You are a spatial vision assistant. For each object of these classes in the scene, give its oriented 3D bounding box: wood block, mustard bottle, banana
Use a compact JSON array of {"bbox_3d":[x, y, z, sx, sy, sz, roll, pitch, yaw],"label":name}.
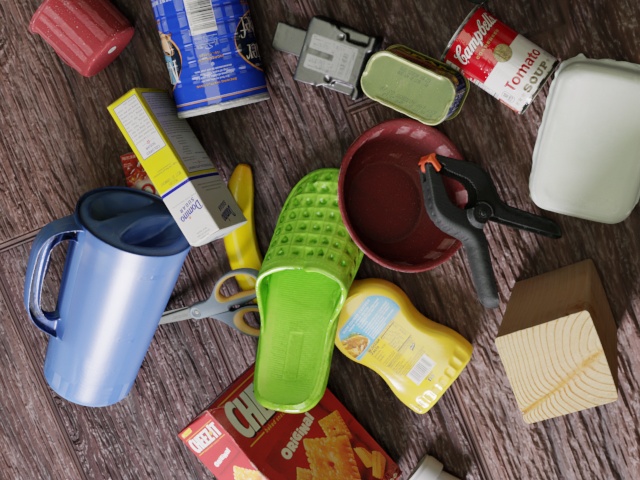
[{"bbox_3d":[0.239,0.094,1.059,0.091,0.206,0.090,-19,97,18],"label":"wood block"},{"bbox_3d":[0.068,0.098,1.187,0.191,0.058,0.096,38,108,5],"label":"mustard bottle"},{"bbox_3d":[-0.073,0.013,1.222,0.069,0.037,0.198,-25,96,1],"label":"banana"}]

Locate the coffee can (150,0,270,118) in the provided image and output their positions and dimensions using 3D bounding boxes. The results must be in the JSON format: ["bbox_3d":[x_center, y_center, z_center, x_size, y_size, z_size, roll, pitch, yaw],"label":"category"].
[{"bbox_3d":[-0.119,-0.210,1.147,0.103,0.102,0.140,-10,99,18],"label":"coffee can"}]

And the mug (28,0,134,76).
[{"bbox_3d":[-0.268,-0.232,1.200,0.081,0.093,0.117,44,141,-2],"label":"mug"}]

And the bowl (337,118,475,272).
[{"bbox_3d":[0.081,-0.044,1.129,0.161,0.055,0.162,3,82,-23],"label":"bowl"}]

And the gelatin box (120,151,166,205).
[{"bbox_3d":[-0.179,-0.073,1.233,0.089,0.030,0.073,-11,99,18],"label":"gelatin box"}]

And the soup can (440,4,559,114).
[{"bbox_3d":[0.183,-0.183,1.087,0.102,0.068,0.069,36,109,5],"label":"soup can"}]

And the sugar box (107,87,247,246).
[{"bbox_3d":[-0.153,-0.080,1.157,0.048,0.093,0.176,-30,88,17],"label":"sugar box"}]

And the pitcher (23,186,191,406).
[{"bbox_3d":[-0.248,0.069,1.214,0.149,0.144,0.243,25,119,4],"label":"pitcher"}]

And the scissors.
[{"bbox_3d":[-0.125,0.093,1.244,0.202,0.016,0.096,-32,101,38],"label":"scissors"}]

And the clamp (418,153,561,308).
[{"bbox_3d":[0.160,-0.015,1.107,0.171,0.039,0.120,38,70,-7],"label":"clamp"}]

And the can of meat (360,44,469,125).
[{"bbox_3d":[0.097,-0.161,1.107,0.102,0.083,0.057,26,108,9],"label":"can of meat"}]

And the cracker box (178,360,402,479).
[{"bbox_3d":[-0.026,0.237,1.184,0.214,0.164,0.072,48,128,1],"label":"cracker box"}]
